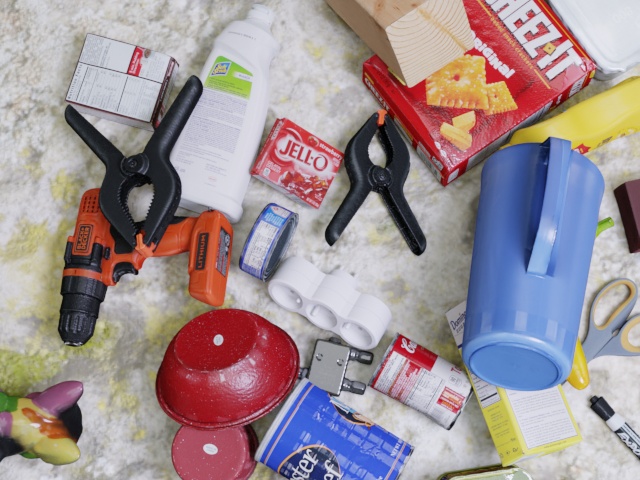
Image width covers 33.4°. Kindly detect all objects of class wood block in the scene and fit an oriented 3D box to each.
[{"bbox_3d":[0.072,-0.274,1.184,0.090,0.090,0.206,-33,47,-4],"label":"wood block"}]

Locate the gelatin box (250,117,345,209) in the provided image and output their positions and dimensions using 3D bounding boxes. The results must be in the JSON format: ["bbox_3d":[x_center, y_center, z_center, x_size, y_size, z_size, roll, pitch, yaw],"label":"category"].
[{"bbox_3d":[-0.026,-0.087,1.213,0.089,0.030,0.073,31,80,-26],"label":"gelatin box"}]

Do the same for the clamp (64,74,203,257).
[{"bbox_3d":[-0.192,-0.085,1.178,0.164,0.036,0.210,-19,66,7],"label":"clamp"}]

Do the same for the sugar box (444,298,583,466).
[{"bbox_3d":[0.206,0.145,1.145,0.093,0.048,0.176,-4,65,-37],"label":"sugar box"}]

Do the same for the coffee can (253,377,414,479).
[{"bbox_3d":[0.015,0.226,1.138,0.140,0.103,0.103,31,82,7],"label":"coffee can"}]

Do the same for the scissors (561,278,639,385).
[{"bbox_3d":[0.308,0.137,1.186,0.096,0.016,0.201,31,83,7],"label":"scissors"}]

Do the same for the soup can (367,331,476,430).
[{"bbox_3d":[0.111,0.154,1.165,0.102,0.068,0.068,29,82,7],"label":"soup can"}]

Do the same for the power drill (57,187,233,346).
[{"bbox_3d":[-0.198,0.031,1.184,0.188,0.057,0.184,2,73,15],"label":"power drill"}]

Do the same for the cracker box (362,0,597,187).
[{"bbox_3d":[0.179,-0.191,1.223,0.213,0.072,0.164,-35,80,-5],"label":"cracker box"}]

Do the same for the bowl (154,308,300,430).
[{"bbox_3d":[-0.105,0.124,1.142,0.162,0.055,0.162,-8,41,7],"label":"bowl"}]

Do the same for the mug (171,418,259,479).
[{"bbox_3d":[-0.113,0.239,1.151,0.093,0.081,0.117,-10,79,0],"label":"mug"}]

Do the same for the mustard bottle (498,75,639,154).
[{"bbox_3d":[0.275,-0.116,1.193,0.191,0.096,0.058,-25,80,-2],"label":"mustard bottle"}]

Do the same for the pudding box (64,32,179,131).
[{"bbox_3d":[-0.234,-0.186,1.256,0.113,0.039,0.090,16,82,7],"label":"pudding box"}]

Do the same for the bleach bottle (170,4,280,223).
[{"bbox_3d":[-0.100,-0.153,1.233,0.102,0.068,0.251,18,79,6],"label":"bleach bottle"}]

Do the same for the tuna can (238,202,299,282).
[{"bbox_3d":[-0.058,0.001,1.191,0.034,0.086,0.086,26,82,8],"label":"tuna can"}]

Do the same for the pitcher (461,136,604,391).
[{"bbox_3d":[0.216,0.021,1.093,0.145,0.149,0.242,-18,44,39],"label":"pitcher"}]

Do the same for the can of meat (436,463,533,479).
[{"bbox_3d":[0.175,0.271,1.133,0.102,0.084,0.057,-9,80,1],"label":"can of meat"}]

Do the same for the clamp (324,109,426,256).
[{"bbox_3d":[0.055,-0.064,1.212,0.120,0.039,0.171,-1,75,-26],"label":"clamp"}]
